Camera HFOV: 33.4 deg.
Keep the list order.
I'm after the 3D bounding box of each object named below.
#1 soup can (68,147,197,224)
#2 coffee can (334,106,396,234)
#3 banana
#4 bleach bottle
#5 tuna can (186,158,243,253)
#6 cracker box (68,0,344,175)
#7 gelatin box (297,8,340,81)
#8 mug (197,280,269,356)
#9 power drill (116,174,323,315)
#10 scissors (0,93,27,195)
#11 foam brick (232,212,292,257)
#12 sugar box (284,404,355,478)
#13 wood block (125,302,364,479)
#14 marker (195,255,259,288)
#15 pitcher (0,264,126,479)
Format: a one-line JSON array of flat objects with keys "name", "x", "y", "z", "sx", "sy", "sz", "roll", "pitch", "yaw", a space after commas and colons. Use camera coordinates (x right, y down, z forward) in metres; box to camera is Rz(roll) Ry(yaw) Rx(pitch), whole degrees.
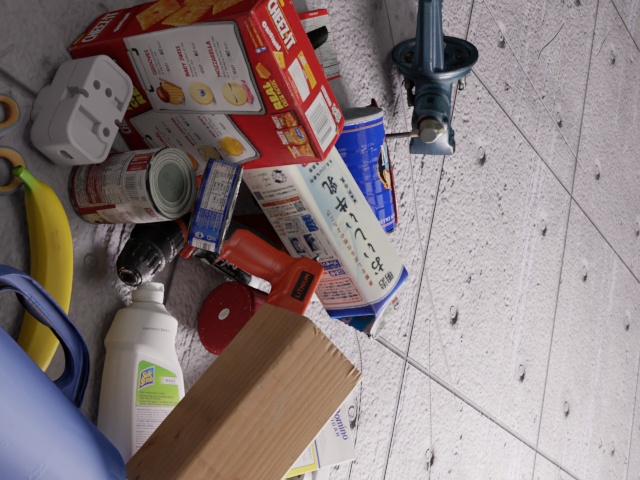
[{"name": "soup can", "x": -0.174, "y": -0.050, "z": 0.993, "sx": 0.068, "sy": 0.102, "sz": 0.068, "roll": 5, "pitch": 84, "yaw": -55}, {"name": "coffee can", "x": 0.029, "y": -0.077, "z": 1.231, "sx": 0.102, "sy": 0.103, "sz": 0.140, "roll": -26, "pitch": 113, "yaw": -53}, {"name": "banana", "x": -0.248, "y": 0.034, "z": 0.940, "sx": 0.069, "sy": 0.037, "sz": 0.198, "roll": -1, "pitch": 90, "yaw": -53}, {"name": "bleach bottle", "x": -0.168, "y": 0.167, "z": 1.030, "sx": 0.102, "sy": 0.068, "sz": 0.251, "roll": 15, "pitch": 74, "yaw": -53}, {"name": "tuna can", "x": -0.099, "y": -0.033, "z": 0.998, "sx": 0.086, "sy": 0.033, "sz": 0.086, "roll": -166, "pitch": -89, "yaw": -87}, {"name": "cracker box", "x": -0.104, "y": -0.147, "z": 1.003, "sx": 0.164, "sy": 0.214, "sz": 0.072, "roll": 62, "pitch": 40, "yaw": -33}, {"name": "gelatin box", "x": -0.013, "y": -0.235, "z": 1.306, "sx": 0.073, "sy": 0.030, "sz": 0.089, "roll": -29, "pitch": 112, "yaw": -54}, {"name": "mug", "x": -0.070, "y": 0.097, "z": 1.136, "sx": 0.081, "sy": 0.117, "sz": 0.093, "roll": 27, "pitch": 97, "yaw": -47}, {"name": "power drill", "x": -0.097, "y": 0.022, "z": 1.062, "sx": 0.187, "sy": 0.057, "sz": 0.184, "roll": 38, "pitch": 41, "yaw": -9}, {"name": "scissors", "x": -0.310, "y": -0.052, "z": 0.871, "sx": 0.201, "sy": 0.016, "sz": 0.096, "roll": -50, "pitch": 128, "yaw": -44}, {"name": "foam brick", "x": -0.058, "y": 0.001, "z": 1.185, "sx": 0.051, "sy": 0.078, "sz": 0.053, "roll": 28, "pitch": 65, "yaw": -50}, {"name": "sugar box", "x": -0.040, "y": 0.218, "z": 1.194, "sx": 0.175, "sy": 0.048, "sz": 0.093, "roll": 0, "pitch": 76, "yaw": -49}, {"name": "wood block", "x": -0.070, "y": 0.167, "z": 0.971, "sx": 0.206, "sy": 0.090, "sz": 0.090, "roll": -49, "pitch": 117, "yaw": -16}, {"name": "marker", "x": -0.108, "y": 0.025, "z": 1.162, "sx": 0.121, "sy": 0.020, "sz": 0.020, "roll": 37, "pitch": 58, "yaw": -49}, {"name": "pitcher", "x": -0.252, "y": 0.142, "z": 0.845, "sx": 0.145, "sy": 0.149, "sz": 0.242, "roll": -94, "pitch": 159, "yaw": -43}]
